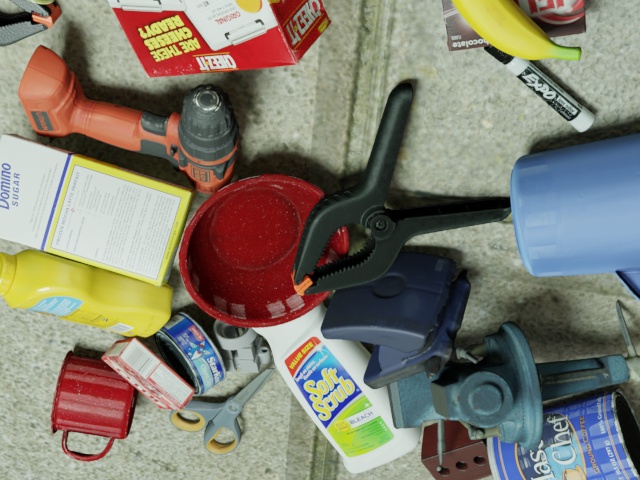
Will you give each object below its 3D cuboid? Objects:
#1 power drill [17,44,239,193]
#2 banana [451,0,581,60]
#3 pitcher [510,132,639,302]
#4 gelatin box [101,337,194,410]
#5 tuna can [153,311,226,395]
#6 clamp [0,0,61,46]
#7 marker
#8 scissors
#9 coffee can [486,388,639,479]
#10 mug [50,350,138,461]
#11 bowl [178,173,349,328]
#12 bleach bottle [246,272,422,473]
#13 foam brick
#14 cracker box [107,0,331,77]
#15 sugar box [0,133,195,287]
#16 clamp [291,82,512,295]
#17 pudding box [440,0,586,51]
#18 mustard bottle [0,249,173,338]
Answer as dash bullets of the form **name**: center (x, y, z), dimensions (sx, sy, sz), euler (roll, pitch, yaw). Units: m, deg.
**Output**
- **power drill**: center (-0.160, -0.106, 0.922), dimensions (0.187, 0.057, 0.184), euler (20, 162, 1)
- **banana**: center (0.121, -0.206, 0.798), dimensions (0.070, 0.037, 0.197), euler (-24, 119, 30)
- **pitcher**: center (0.289, -0.024, 0.895), dimensions (0.243, 0.149, 0.145), euler (-7, 125, 20)
- **gelatin box**: center (-0.181, 0.142, 1.120), dimensions (0.089, 0.030, 0.073), euler (44, 158, -14)
- **tuna can**: center (-0.138, 0.119, 1.119), dimensions (0.086, 0.033, 0.086), euler (43, 153, 28)
- **clamp**: center (-0.313, -0.220, 0.920), dimensions (0.171, 0.039, 0.120), euler (3, 132, 0)
- **marker**: center (0.184, -0.135, 0.904), dimensions (0.121, 0.020, 0.020), euler (36, 125, -17)
- **scissors**: center (-0.114, 0.178, 1.181), dimensions (0.096, 0.016, 0.202), euler (22, 138, 1)
- **coffee can**: center (0.259, 0.222, 1.111), dimensions (0.140, 0.102, 0.102), euler (-21, 121, 24)
- **mug**: center (-0.248, 0.184, 1.174), dimensions (0.081, 0.117, 0.093), euler (10, 157, -4)
- **bowl**: center (-0.057, 0.001, 1.011), dimensions (0.162, 0.055, 0.162), euler (-6, 118, -11)
- **bleach bottle**: center (0.000, 0.133, 1.119), dimensions (0.103, 0.068, 0.250), euler (-28, 115, 27)
- **foam brick**: center (0.156, 0.228, 1.167), dimensions (0.078, 0.051, 0.053), euler (-24, 119, 26)
- **cracker box**: center (-0.105, -0.237, 0.820), dimensions (0.164, 0.072, 0.213), euler (3, 132, 37)
- **sugar box**: center (-0.212, -0.028, 0.966), dimensions (0.176, 0.048, 0.093), euler (18, 94, 0)
- **clamp**: center (0.063, -0.018, 0.975), dimensions (0.164, 0.036, 0.210), euler (38, 104, -20)
- **pudding box**: center (0.151, -0.203, 0.845), dimensions (0.113, 0.039, 0.090), euler (-5, 126, 14)
- **mustard bottle**: center (-0.249, 0.049, 1.054), dimensions (0.191, 0.058, 0.096), euler (17, 158, -33)
